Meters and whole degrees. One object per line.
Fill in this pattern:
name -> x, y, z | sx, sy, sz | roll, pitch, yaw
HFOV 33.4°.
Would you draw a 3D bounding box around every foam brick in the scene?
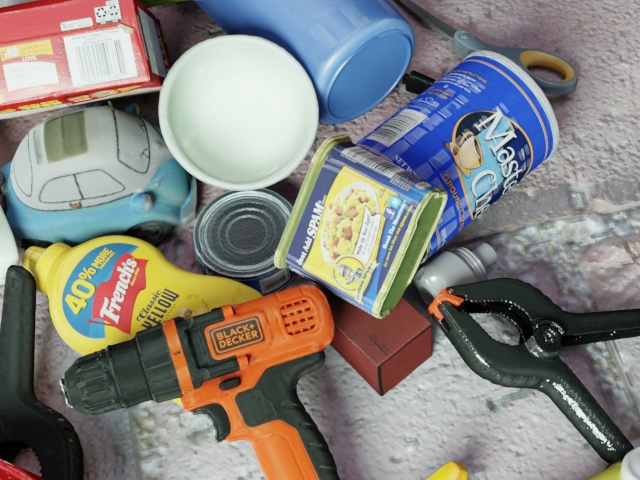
foam brick -> 0.036, 0.062, 0.771 | 0.053, 0.051, 0.078 | -37, 62, -16

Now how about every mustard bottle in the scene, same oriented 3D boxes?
mustard bottle -> -0.141, 0.048, 0.793 | 0.192, 0.058, 0.096 | 23, 68, 18

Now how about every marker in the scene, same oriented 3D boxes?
marker -> 0.124, -0.116, 0.892 | 0.121, 0.020, 0.020 | 22, 63, 18

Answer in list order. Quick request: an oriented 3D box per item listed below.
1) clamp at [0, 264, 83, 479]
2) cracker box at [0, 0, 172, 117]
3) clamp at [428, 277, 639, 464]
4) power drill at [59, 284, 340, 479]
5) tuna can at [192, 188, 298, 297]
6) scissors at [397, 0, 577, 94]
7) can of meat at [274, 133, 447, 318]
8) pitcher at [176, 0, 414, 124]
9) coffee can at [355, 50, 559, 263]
clamp -> -0.236, 0.141, 0.752 | 0.164, 0.036, 0.210 | -34, 66, 3
cracker box -> -0.207, -0.138, 0.827 | 0.164, 0.214, 0.072 | -10, 97, -2
clamp -> 0.163, 0.068, 0.750 | 0.171, 0.039, 0.120 | 32, 57, 3
power drill -> -0.059, 0.136, 0.693 | 0.184, 0.057, 0.188 | -17, 80, -7
tuna can -> -0.055, 0.001, 0.828 | 0.086, 0.034, 0.086 | -2, 58, 4
scissors -> 0.145, -0.171, 0.924 | 0.096, 0.016, 0.202 | -13, 47, -20
can of meat -> 0.028, -0.009, 0.729 | 0.084, 0.102, 0.057 | 29, 20, 19
pitcher -> -0.027, -0.221, 0.902 | 0.144, 0.149, 0.243 | -32, 64, -18
coffee can -> 0.096, -0.064, 0.813 | 0.140, 0.103, 0.103 | -38, 63, -17
